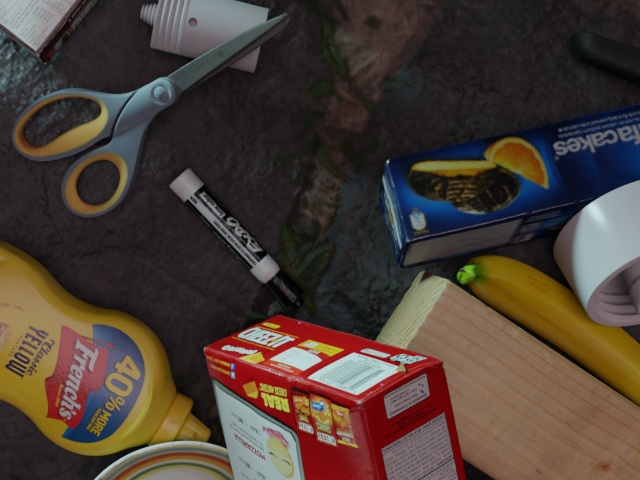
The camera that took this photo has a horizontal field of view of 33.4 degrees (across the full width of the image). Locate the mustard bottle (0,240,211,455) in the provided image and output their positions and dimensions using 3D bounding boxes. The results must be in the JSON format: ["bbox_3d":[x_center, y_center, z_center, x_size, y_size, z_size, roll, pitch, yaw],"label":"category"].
[{"bbox_3d":[-0.158,0.086,0.701,0.191,0.058,0.096,31,91,-6],"label":"mustard bottle"}]

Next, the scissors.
[{"bbox_3d":[-0.104,-0.076,0.699,0.202,0.016,0.096,-13,102,10],"label":"scissors"}]

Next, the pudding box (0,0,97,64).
[{"bbox_3d":[-0.198,-0.185,0.695,0.113,0.039,0.090,38,89,-4],"label":"pudding box"}]

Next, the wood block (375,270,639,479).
[{"bbox_3d":[0.136,0.115,0.712,0.206,0.091,0.090,33,89,-5],"label":"wood block"}]

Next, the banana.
[{"bbox_3d":[0.166,0.061,0.725,0.197,0.069,0.037,31,120,-14],"label":"banana"}]

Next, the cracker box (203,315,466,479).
[{"bbox_3d":[0.019,0.163,0.649,0.072,0.164,0.214,-22,108,-33],"label":"cracker box"}]

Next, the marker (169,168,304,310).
[{"bbox_3d":[-0.055,0.001,0.726,0.020,0.020,0.121,-43,95,-2],"label":"marker"}]
